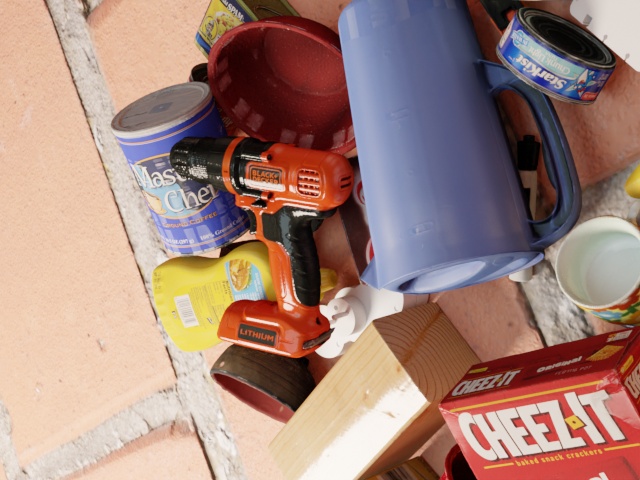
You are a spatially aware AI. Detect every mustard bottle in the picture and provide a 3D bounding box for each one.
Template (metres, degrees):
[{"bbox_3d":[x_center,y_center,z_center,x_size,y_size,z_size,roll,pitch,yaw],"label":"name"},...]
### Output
[{"bbox_3d":[-0.070,0.051,1.041,0.192,0.058,0.096,-11,103,30],"label":"mustard bottle"}]

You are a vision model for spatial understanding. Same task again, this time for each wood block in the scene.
[{"bbox_3d":[0.048,0.160,0.988,0.090,0.090,0.206,54,131,23],"label":"wood block"}]

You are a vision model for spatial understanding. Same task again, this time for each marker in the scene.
[{"bbox_3d":[0.168,-0.027,0.879,0.020,0.020,0.121,13,108,43],"label":"marker"}]

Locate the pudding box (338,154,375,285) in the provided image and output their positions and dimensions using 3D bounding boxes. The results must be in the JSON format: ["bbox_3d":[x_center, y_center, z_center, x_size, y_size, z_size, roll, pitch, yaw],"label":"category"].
[{"bbox_3d":[0.063,-0.026,0.939,0.090,0.039,0.113,-18,82,5],"label":"pudding box"}]

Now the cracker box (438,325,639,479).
[{"bbox_3d":[0.209,0.185,0.801,0.164,0.072,0.213,-22,102,43],"label":"cracker box"}]

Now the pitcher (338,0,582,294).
[{"bbox_3d":[0.098,-0.084,0.856,0.145,0.149,0.243,135,126,-69],"label":"pitcher"}]

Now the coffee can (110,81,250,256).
[{"bbox_3d":[-0.131,-0.070,1.047,0.103,0.102,0.140,9,130,44],"label":"coffee can"}]

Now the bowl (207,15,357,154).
[{"bbox_3d":[-0.020,-0.151,0.984,0.162,0.055,0.162,16,143,12],"label":"bowl"}]

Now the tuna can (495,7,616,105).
[{"bbox_3d":[0.177,-0.139,0.800,0.086,0.085,0.034,46,126,28],"label":"tuna can"}]

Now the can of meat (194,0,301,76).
[{"bbox_3d":[-0.073,-0.206,1.058,0.102,0.057,0.084,51,131,24],"label":"can of meat"}]

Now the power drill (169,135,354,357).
[{"bbox_3d":[-0.056,0.001,0.949,0.185,0.057,0.188,11,112,32],"label":"power drill"}]
